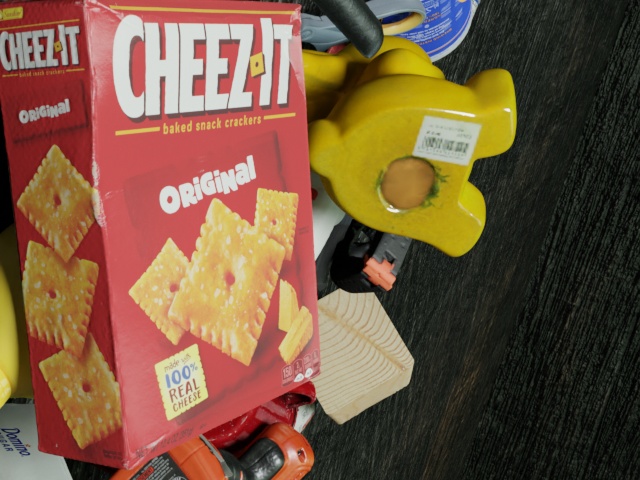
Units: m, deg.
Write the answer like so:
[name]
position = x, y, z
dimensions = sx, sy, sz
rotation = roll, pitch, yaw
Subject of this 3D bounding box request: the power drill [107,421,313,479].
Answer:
[power drill]
position = -0.097, 0.193, 0.732
dimensions = 0.184, 0.057, 0.187
rotation = -46, 161, 0

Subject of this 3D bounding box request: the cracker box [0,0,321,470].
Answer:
[cracker box]
position = -0.072, -0.013, 0.543
dimensions = 0.163, 0.072, 0.214
rotation = -16, 105, -55

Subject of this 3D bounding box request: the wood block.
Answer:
[wood block]
position = 0.027, 0.109, 1.003
dimensions = 0.090, 0.091, 0.206
rotation = -30, 167, -3

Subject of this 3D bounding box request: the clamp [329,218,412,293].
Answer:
[clamp]
position = 0.050, -0.017, 0.906
dimensions = 0.164, 0.036, 0.210
rotation = -50, -167, 9

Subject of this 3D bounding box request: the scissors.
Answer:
[scissors]
position = 0.006, -0.152, 0.724
dimensions = 0.096, 0.016, 0.201
rotation = -27, 165, 22
